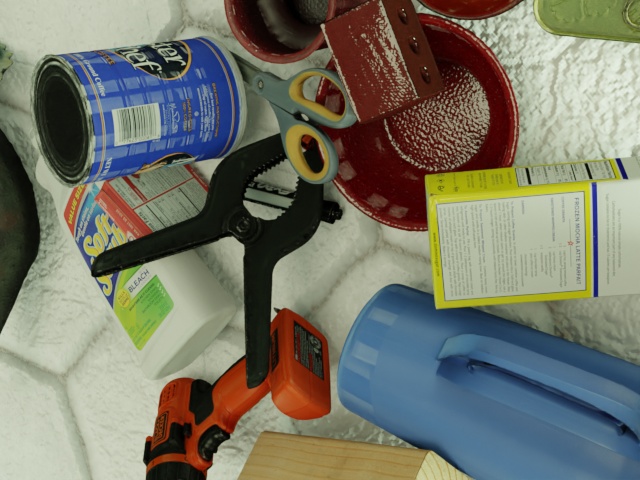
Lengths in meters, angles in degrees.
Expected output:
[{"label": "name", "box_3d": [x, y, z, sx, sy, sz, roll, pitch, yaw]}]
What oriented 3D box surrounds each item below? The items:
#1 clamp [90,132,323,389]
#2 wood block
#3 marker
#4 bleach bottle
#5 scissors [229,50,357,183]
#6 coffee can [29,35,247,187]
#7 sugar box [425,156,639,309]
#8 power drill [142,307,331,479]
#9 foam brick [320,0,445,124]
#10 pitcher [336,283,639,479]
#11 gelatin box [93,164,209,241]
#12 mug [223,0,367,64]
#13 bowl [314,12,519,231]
[{"label": "clamp", "box_3d": [-0.056, 0.001, 0.850, 0.164, 0.036, 0.210, 42, 83, 4]}, {"label": "wood block", "box_3d": [0.025, 0.214, 0.837, 0.090, 0.090, 0.207, 40, 153, -28]}, {"label": "marker", "box_3d": [-0.037, -0.036, 0.899, 0.121, 0.020, 0.020, 16, 110, 23]}, {"label": "bleach bottle", "box_3d": [-0.184, -0.003, 0.954, 0.251, 0.067, 0.103, 51, 121, 14]}, {"label": "scissors", "box_3d": [-0.039, -0.103, 0.841, 0.202, 0.016, 0.096, 19, 112, 49]}, {"label": "coffee can", "box_3d": [-0.144, -0.104, 0.849, 0.103, 0.140, 0.103, 23, 120, 47]}, {"label": "sugar box", "box_3d": [0.165, -0.006, 0.749, 0.176, 0.048, 0.093, -5, 118, 5]}, {"label": "power drill", "box_3d": [-0.076, 0.155, 0.894, 0.188, 0.184, 0.057, -37, 122, 23]}, {"label": "foam brick", "box_3d": [0.044, -0.128, 0.748, 0.051, 0.052, 0.078, -20, 94, 30]}, {"label": "pitcher", "box_3d": [0.136, 0.116, 0.784, 0.243, 0.144, 0.149, 22, 115, 24]}, {"label": "gelatin box", "box_3d": [-0.136, -0.031, 0.910, 0.073, 0.089, 0.030, 48, 134, 8]}, {"label": "mug", "box_3d": [-0.018, -0.195, 0.809, 0.093, 0.081, 0.117, -21, 94, 30]}, {"label": "bowl", "box_3d": [0.078, -0.091, 0.803, 0.162, 0.055, 0.162, 8, 107, 26]}]
